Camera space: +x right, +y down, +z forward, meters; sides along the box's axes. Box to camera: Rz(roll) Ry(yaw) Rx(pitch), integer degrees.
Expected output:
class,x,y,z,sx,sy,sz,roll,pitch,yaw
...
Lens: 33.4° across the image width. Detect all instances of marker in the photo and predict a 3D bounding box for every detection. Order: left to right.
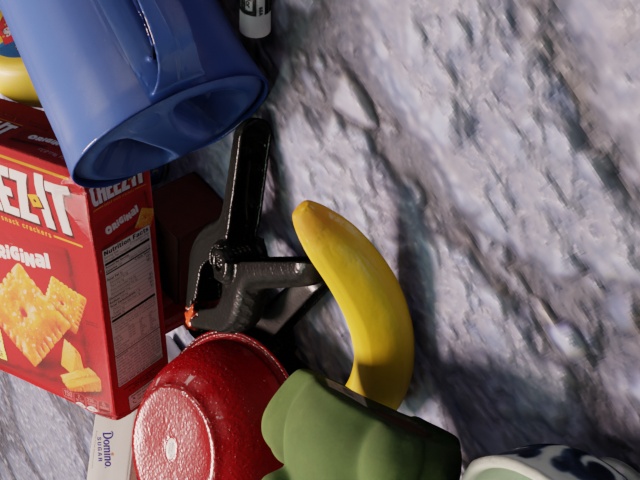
class,x,y,z,sx,sy,sz,roll,pitch,yaw
marker,-0.036,-0.169,0.595,0.020,0.020,0.121,43,146,33

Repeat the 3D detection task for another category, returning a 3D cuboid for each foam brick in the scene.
class,x,y,z,sx,sy,sz,roll,pitch,yaw
foam brick,-0.103,-0.001,0.813,0.053,0.051,0.078,44,146,30

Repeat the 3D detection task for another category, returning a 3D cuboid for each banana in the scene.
class,x,y,z,sx,sy,sz,roll,pitch,yaw
banana,0.023,0.057,0.644,0.037,0.069,0.198,-93,0,-49

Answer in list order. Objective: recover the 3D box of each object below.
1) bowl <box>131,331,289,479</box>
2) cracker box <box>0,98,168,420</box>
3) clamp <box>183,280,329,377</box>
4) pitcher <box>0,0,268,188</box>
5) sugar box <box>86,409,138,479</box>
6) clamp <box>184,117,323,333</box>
class,x,y,z,sx,sy,sz,roll,pitch,yaw
bowl,-0.083,0.144,0.745,0.162,0.055,0.162,-1,89,44
cracker box,-0.204,0.015,0.810,0.164,0.072,0.214,18,125,29
clamp,-0.033,0.087,0.787,0.210,0.036,0.164,5,117,54
pitcher,-0.140,-0.168,0.659,0.149,0.144,0.243,-32,81,28
sugar box,-0.134,0.195,0.907,0.048,0.093,0.176,-6,156,22
clamp,-0.055,0.001,0.718,0.172,0.039,0.120,-40,58,50
